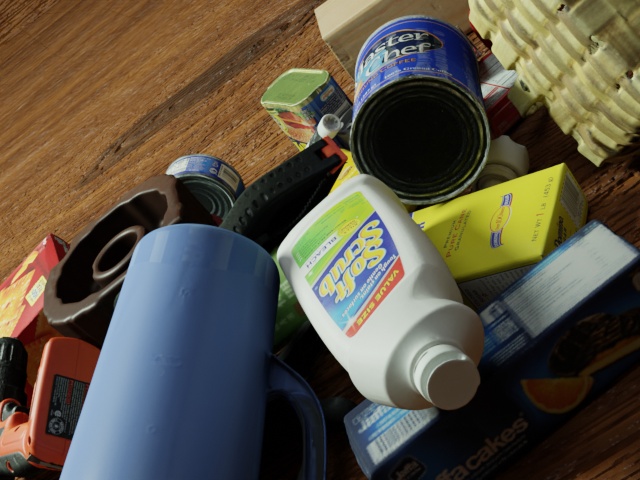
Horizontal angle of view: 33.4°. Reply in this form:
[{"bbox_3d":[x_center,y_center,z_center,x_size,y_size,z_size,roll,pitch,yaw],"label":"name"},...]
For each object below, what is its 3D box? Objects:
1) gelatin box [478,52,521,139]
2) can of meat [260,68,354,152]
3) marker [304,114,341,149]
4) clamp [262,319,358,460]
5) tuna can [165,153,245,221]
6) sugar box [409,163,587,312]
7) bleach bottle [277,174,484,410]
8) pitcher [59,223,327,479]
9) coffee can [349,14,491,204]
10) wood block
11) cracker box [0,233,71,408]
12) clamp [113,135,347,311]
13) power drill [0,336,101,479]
[{"bbox_3d":[0.151,-0.126,0.924,0.073,0.030,0.089,-43,26,-7],"label":"gelatin box"},{"bbox_3d":[-0.003,-0.122,1.054,0.057,0.084,0.102,-47,28,-14],"label":"can of meat"},{"bbox_3d":[-0.007,-0.084,1.017,0.020,0.020,0.121,-56,1,-28],"label":"marker"},{"bbox_3d":[-0.043,0.136,0.772,0.171,0.039,0.120,-43,22,3],"label":"clamp"},{"bbox_3d":[-0.121,-0.044,1.087,0.086,0.086,0.033,-25,32,28],"label":"tuna can"},{"bbox_3d":[0.100,0.011,0.766,0.177,0.048,0.093,-16,36,37],"label":"sugar box"},{"bbox_3d":[0.044,0.033,0.658,0.102,0.068,0.251,-41,21,0],"label":"bleach bottle"},{"bbox_3d":[-0.085,0.115,0.707,0.145,0.149,0.242,-26,44,42],"label":"pitcher"},{"bbox_3d":[0.076,-0.105,0.828,0.103,0.102,0.140,-30,23,19],"label":"coffee can"},{"bbox_3d":[0.105,-0.250,1.102,0.206,0.090,0.091,-33,28,13],"label":"wood block"},{"bbox_3d":[-0.323,0.108,1.115,0.214,0.072,0.164,-46,27,1],"label":"cracker box"},{"bbox_3d":[-0.056,0.001,0.872,0.210,0.164,0.036,-43,69,6],"label":"clamp"},{"bbox_3d":[-0.254,0.148,0.923,0.188,0.057,0.184,-33,48,45],"label":"power drill"}]
